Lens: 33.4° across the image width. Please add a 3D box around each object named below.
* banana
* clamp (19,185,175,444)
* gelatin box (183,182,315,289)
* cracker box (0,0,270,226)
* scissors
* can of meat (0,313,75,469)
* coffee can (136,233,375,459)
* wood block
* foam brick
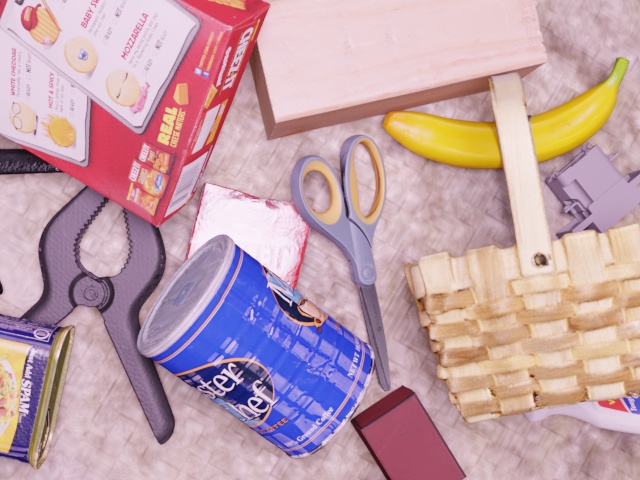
[{"bbox_3d":[0.149,-0.090,0.842,0.197,0.037,0.069,-14,104,-3],"label":"banana"},{"bbox_3d":[-0.162,0.047,0.805,0.164,0.036,0.210,20,89,-6],"label":"clamp"},{"bbox_3d":[-0.055,0.001,0.822,0.089,0.030,0.073,14,87,-6],"label":"gelatin box"},{"bbox_3d":[-0.161,-0.135,0.735,0.214,0.072,0.164,30,123,8],"label":"cracker box"},{"bbox_3d":[0.018,0.018,0.822,0.096,0.016,0.202,2,88,-36],"label":"scissors"},{"bbox_3d":[-0.228,0.102,0.757,0.084,0.057,0.102,12,94,-4],"label":"can of meat"},{"bbox_3d":[-0.046,0.077,0.770,0.140,0.103,0.103,38,84,-18],"label":"coffee can"},{"bbox_3d":[0.052,-0.147,0.809,0.206,0.091,0.090,-13,89,-7],"label":"wood block"},{"bbox_3d":[0.067,0.160,0.821,0.051,0.053,0.078,-32,93,-7],"label":"foam brick"}]
